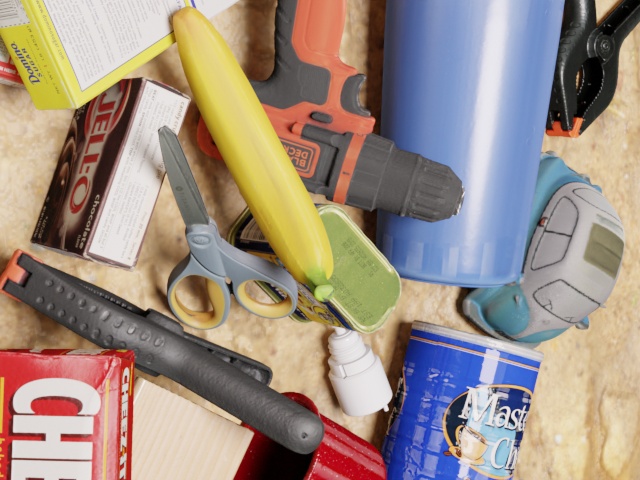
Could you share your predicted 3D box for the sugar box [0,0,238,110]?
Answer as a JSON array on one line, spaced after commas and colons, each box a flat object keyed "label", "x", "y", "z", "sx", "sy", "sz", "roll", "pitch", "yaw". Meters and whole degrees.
[{"label": "sugar box", "x": -0.118, "y": -0.160, "z": 0.648, "sx": 0.176, "sy": 0.048, "sz": 0.093, "roll": -45, "pitch": 127, "yaw": -41}]

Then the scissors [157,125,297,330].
[{"label": "scissors", "x": -0.054, "y": 0.001, "z": 0.658, "sx": 0.096, "sy": 0.202, "sz": 0.016, "roll": 6, "pitch": 55, "yaw": -6}]

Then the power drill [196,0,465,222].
[{"label": "power drill", "x": 0.025, "y": -0.115, "z": 0.693, "sx": 0.184, "sy": 0.057, "sz": 0.188, "roll": 17, "pitch": 104, "yaw": 3}]

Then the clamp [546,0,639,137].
[{"label": "clamp", "x": 0.237, "y": -0.168, "z": 0.909, "sx": 0.120, "sy": 0.039, "sz": 0.171, "roll": 9, "pitch": 96, "yaw": -29}]

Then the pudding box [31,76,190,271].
[{"label": "pudding box", "x": -0.129, "y": -0.042, "z": 0.653, "sx": 0.039, "sy": 0.090, "sz": 0.113, "roll": 19, "pitch": 84, "yaw": -33}]

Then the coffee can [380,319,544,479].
[{"label": "coffee can", "x": 0.103, "y": 0.140, "z": 0.810, "sx": 0.102, "sy": 0.103, "sz": 0.140, "roll": 17, "pitch": 85, "yaw": -33}]

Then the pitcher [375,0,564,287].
[{"label": "pitcher", "x": 0.110, "y": -0.093, "z": 0.789, "sx": 0.149, "sy": 0.145, "sz": 0.243, "roll": 4, "pitch": 96, "yaw": -14}]

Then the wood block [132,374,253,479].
[{"label": "wood block", "x": -0.138, "y": 0.188, "z": 0.667, "sx": 0.090, "sy": 0.090, "sz": 0.206, "roll": 31, "pitch": 78, "yaw": -31}]

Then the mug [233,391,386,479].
[{"label": "mug", "x": -0.003, "y": 0.170, "z": 0.741, "sx": 0.081, "sy": 0.117, "sz": 0.093, "roll": 36, "pitch": 95, "yaw": -35}]

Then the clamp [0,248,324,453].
[{"label": "clamp", "x": -0.101, "y": 0.066, "z": 0.677, "sx": 0.210, "sy": 0.165, "sz": 0.036, "roll": 28, "pitch": 87, "yaw": -8}]

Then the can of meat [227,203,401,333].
[{"label": "can of meat", "x": -0.003, "y": 0.017, "z": 0.742, "sx": 0.102, "sy": 0.084, "sz": 0.057, "roll": 47, "pitch": 70, "yaw": -26}]

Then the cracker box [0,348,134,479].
[{"label": "cracker box", "x": -0.211, "y": 0.138, "z": 0.566, "sx": 0.213, "sy": 0.072, "sz": 0.164, "roll": 1, "pitch": 87, "yaw": -3}]

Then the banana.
[{"label": "banana", "x": -0.037, "y": -0.051, "z": 0.659, "sx": 0.037, "sy": 0.070, "sz": 0.198, "roll": -27, "pitch": 84, "yaw": -14}]
